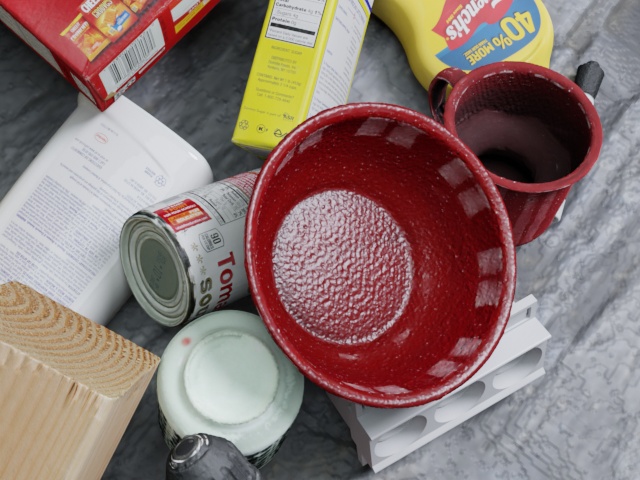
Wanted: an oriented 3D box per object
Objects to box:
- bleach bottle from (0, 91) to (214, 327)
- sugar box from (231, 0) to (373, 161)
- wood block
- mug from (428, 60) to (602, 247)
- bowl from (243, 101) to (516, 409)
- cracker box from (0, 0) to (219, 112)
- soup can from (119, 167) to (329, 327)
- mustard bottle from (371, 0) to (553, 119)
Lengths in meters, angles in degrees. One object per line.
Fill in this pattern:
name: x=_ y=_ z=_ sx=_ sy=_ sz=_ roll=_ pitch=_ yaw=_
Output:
bleach bottle: x=-0.175 y=0.030 z=0.624 sx=0.102 sy=0.068 sz=0.250 roll=36 pitch=75 yaw=10
sugar box: x=-0.002 y=-0.133 z=0.650 sx=0.048 sy=0.093 sz=0.176 roll=12 pitch=88 yaw=13
wood block: x=-0.173 y=0.135 z=0.530 sx=0.091 sy=0.090 sz=0.206 roll=28 pitch=99 yaw=2
mug: x=0.106 y=-0.056 z=0.653 sx=0.093 sy=0.081 sz=0.117 roll=-34 pitch=69 yaw=-22
bowl: x=0.024 y=0.010 z=0.576 sx=0.161 sy=0.055 sz=0.162 roll=5 pitch=79 yaw=-25
cracker box: x=-0.147 y=-0.204 z=0.616 sx=0.214 sy=0.072 sz=0.164 roll=42 pitch=79 yaw=6
soup can: x=-0.054 y=0.001 z=0.607 sx=0.102 sy=0.069 sz=0.068 roll=-23 pitch=75 yaw=-38
mustard bottle: x=0.097 y=-0.144 z=0.710 sx=0.096 sy=0.058 sz=0.192 roll=-32 pitch=79 yaw=-14
